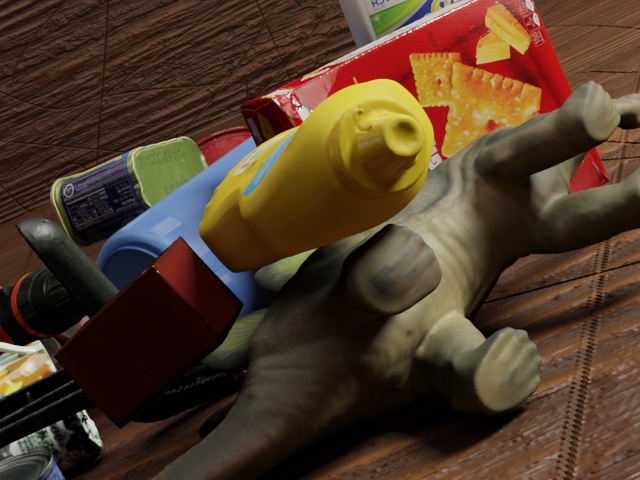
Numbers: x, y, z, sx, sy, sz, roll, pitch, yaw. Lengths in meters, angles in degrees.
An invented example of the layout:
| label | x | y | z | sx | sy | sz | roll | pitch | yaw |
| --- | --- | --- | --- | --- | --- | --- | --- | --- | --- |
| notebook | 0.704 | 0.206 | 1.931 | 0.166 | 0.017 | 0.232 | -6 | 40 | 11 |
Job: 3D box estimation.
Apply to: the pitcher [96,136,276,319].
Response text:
| label | x | y | z | sx | sy | sz | roll | pitch | yaw |
| --- | --- | --- | --- | --- | --- | --- | --- | --- | --- |
| pitcher | -0.055 | 0.001 | 0.811 | 0.145 | 0.149 | 0.242 | 7 | 29 | 34 |

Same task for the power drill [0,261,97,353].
| label | x | y | z | sx | sy | sz | roll | pitch | yaw |
| --- | --- | --- | --- | --- | --- | --- | --- | --- | --- |
| power drill | -0.172 | 0.029 | 0.866 | 0.187 | 0.057 | 0.185 | -23 | 2 | -42 |

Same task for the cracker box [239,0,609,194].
| label | x | y | z | sx | sy | sz | roll | pitch | yaw |
| --- | --- | --- | --- | --- | --- | --- | --- | --- | --- |
| cracker box | 0.077 | -0.066 | 0.744 | 0.213 | 0.164 | 0.072 | -29 | 11 | -19 |

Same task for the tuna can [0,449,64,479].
| label | x | y | z | sx | sy | sz | roll | pitch | yaw |
| --- | --- | --- | --- | --- | --- | --- | --- | --- | --- |
| tuna can | -0.187 | 0.158 | 0.616 | 0.086 | 0.034 | 0.086 | -24 | 12 | 5 |

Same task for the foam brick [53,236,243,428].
| label | x | y | z | sx | sy | sz | roll | pitch | yaw |
| --- | --- | --- | --- | --- | --- | --- | --- | --- | --- |
| foam brick | -0.087 | 0.046 | 0.549 | 0.078 | 0.051 | 0.053 | -41 | 8 | 18 |

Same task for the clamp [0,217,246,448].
| label | x | y | z | sx | sy | sz | roll | pitch | yaw |
| --- | --- | --- | --- | --- | --- | --- | --- | --- | --- |
| clamp | -0.126 | 0.076 | 0.637 | 0.165 | 0.209 | 0.036 | -55 | 49 | 15 |

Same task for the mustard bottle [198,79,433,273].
| label | x | y | z | sx | sy | sz | roll | pitch | yaw |
| --- | --- | --- | --- | --- | --- | --- | --- | --- | --- |
| mustard bottle | 0.003 | -0.031 | 0.503 | 0.096 | 0.058 | 0.192 | -41 | 7 | -17 |

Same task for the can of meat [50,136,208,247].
| label | x | y | z | sx | sy | sz | roll | pitch | yaw |
| --- | --- | --- | --- | --- | --- | --- | --- | --- | --- |
| can of meat | -0.146 | -0.041 | 0.844 | 0.084 | 0.057 | 0.102 | -20 | 4 | 29 |
